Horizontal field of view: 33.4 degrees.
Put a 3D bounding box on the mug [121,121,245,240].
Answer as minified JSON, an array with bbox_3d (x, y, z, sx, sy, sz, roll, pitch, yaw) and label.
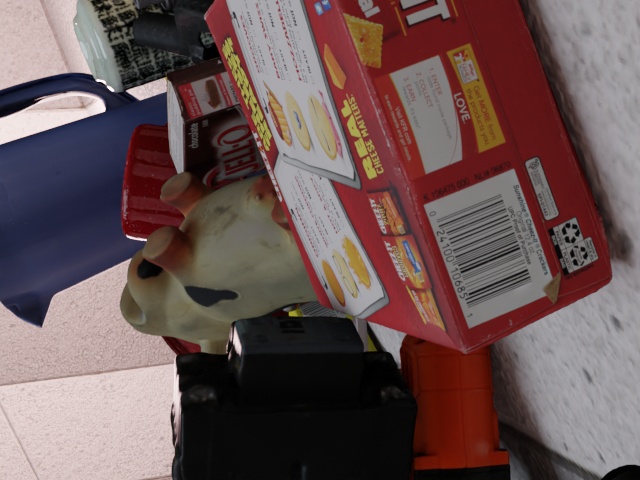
[{"bbox_3d":[-0.093,-0.047,0.757,0.093,0.081,0.117,102,174,-53],"label":"mug"}]

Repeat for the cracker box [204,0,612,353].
[{"bbox_3d":[0.024,-0.051,0.454,0.214,0.072,0.164,-175,63,-77],"label":"cracker box"}]

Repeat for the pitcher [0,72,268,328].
[{"bbox_3d":[-0.172,-0.053,0.863,0.145,0.242,0.149,52,161,50],"label":"pitcher"}]

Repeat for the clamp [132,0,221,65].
[{"bbox_3d":[-0.060,-0.120,0.713,0.120,0.039,0.172,35,170,-19],"label":"clamp"}]

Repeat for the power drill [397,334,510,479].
[{"bbox_3d":[0.056,0.141,0.598,0.188,0.057,0.184,149,120,-77],"label":"power drill"}]

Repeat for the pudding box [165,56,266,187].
[{"bbox_3d":[-0.047,-0.076,0.658,0.113,0.090,0.039,103,144,-68],"label":"pudding box"}]
